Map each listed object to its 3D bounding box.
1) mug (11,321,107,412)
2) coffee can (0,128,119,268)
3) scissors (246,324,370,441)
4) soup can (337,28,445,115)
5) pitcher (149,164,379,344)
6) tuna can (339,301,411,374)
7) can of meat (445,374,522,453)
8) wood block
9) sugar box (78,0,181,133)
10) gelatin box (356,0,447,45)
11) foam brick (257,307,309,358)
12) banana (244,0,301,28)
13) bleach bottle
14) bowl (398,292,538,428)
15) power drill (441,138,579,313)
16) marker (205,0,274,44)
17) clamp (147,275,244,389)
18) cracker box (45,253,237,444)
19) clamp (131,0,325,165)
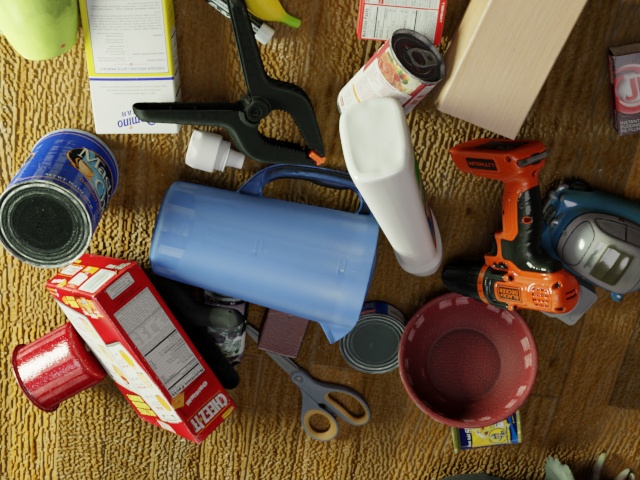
[{"bbox_3d":[-0.305,0.153,1.295,0.081,0.093,0.117,-29,144,11],"label":"mug"},{"bbox_3d":[-0.282,-0.048,1.150,0.103,0.140,0.103,1,118,2],"label":"coffee can"},{"bbox_3d":[-0.031,0.186,1.335,0.201,0.016,0.096,31,115,-13],"label":"scissors"},{"bbox_3d":[0.072,-0.160,1.102,0.068,0.068,0.102,33,136,-14],"label":"soup can"},{"bbox_3d":[-0.058,0.001,1.186,0.243,0.149,0.145,14,133,-2],"label":"pitcher"},{"bbox_3d":[0.066,0.116,1.284,0.086,0.033,0.086,1,118,2],"label":"tuna can"},{"bbox_3d":[0.200,0.207,1.315,0.084,0.057,0.102,-8,117,5],"label":"can of meat"},{"bbox_3d":[0.196,-0.220,1.070,0.090,0.090,0.206,20,116,-9],"label":"wood block"},{"bbox_3d":[-0.198,-0.200,1.122,0.093,0.048,0.176,1,122,2],"label":"sugar box"},{"bbox_3d":[0.084,-0.242,1.096,0.089,0.030,0.073,5,119,-1],"label":"gelatin box"},{"bbox_3d":[-0.040,0.091,1.265,0.051,0.053,0.078,15,118,-6],"label":"foam brick"},{"bbox_3d":[-0.063,-0.304,1.068,0.069,0.037,0.198,-18,123,-22],"label":"banana"},{"bbox_3d":[0.088,-0.039,1.141,0.068,0.102,0.250,-14,148,11],"label":"bleach bottle"},{"bbox_3d":[0.172,0.142,1.256,0.162,0.055,0.162,-1,76,3],"label":"bowl"},{"bbox_3d":[0.193,-0.016,1.165,0.185,0.057,0.187,7,115,50],"label":"power drill"},{"bbox_3d":[-0.101,-0.246,1.107,0.121,0.020,0.020,34,114,-15],"label":"marker"},{"bbox_3d":[-0.150,0.086,1.224,0.171,0.039,0.120,37,133,17],"label":"clamp"},{"bbox_3d":[-0.205,0.119,1.219,0.072,0.164,0.213,-41,112,-24],"label":"cracker box"},{"bbox_3d":[-0.070,-0.152,1.128,0.209,0.036,0.165,28,109,-26],"label":"clamp"}]
